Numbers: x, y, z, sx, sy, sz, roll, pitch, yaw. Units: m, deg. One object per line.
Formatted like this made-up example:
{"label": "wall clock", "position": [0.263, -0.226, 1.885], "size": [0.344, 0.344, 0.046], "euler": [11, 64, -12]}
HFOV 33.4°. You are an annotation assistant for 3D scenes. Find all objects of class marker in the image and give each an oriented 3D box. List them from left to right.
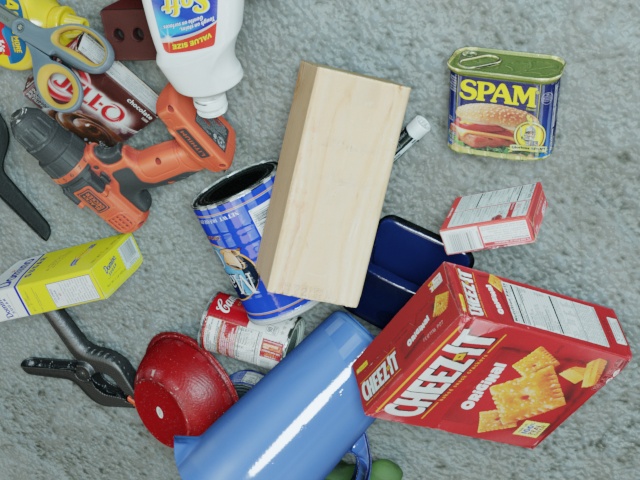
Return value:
{"label": "marker", "position": [0.062, -0.079, 1.052], "size": [0.020, 0.020, 0.121], "euler": [44, 125, -5]}

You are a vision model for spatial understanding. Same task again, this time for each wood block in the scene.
{"label": "wood block", "position": [0.009, -0.054, 0.991], "size": [0.090, 0.091, 0.206], "euler": [11, 101, -12]}

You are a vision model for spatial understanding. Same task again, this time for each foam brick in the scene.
{"label": "foam brick", "position": [-0.169, -0.210, 1.053], "size": [0.078, 0.051, 0.053], "euler": [2, 118, 21]}

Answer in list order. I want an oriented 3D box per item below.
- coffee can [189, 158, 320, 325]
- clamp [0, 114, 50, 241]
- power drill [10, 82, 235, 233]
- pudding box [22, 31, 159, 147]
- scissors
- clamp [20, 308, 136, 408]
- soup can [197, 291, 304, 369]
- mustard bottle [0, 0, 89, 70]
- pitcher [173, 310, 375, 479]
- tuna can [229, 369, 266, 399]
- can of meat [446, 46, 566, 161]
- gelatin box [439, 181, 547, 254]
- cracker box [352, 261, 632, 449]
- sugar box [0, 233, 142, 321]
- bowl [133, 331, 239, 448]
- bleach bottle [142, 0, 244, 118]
{"label": "coffee can", "position": [-0.057, 0.001, 1.095], "size": [0.103, 0.102, 0.140], "euler": [-16, 110, 29]}
{"label": "clamp", "position": [-0.397, -0.077, 1.181], "size": [0.036, 0.164, 0.210], "euler": [16, 121, 53]}
{"label": "power drill", "position": [-0.196, -0.097, 1.085], "size": [0.188, 0.057, 0.184], "euler": [-21, 134, 28]}
{"label": "pudding box", "position": [-0.234, -0.149, 1.101], "size": [0.090, 0.039, 0.113], "euler": [-29, 128, 33]}
{"label": "scissors", "position": [-0.292, -0.188, 1.051], "size": [0.202, 0.016, 0.096], "euler": [19, 95, 21]}
{"label": "clamp", "position": [-0.287, 0.145, 1.310], "size": [0.171, 0.039, 0.120], "euler": [22, 128, 8]}
{"label": "soup can", "position": [-0.076, 0.103, 1.180], "size": [0.102, 0.068, 0.068], "euler": [16, 122, 13]}
{"label": "mustard bottle", "position": [-0.327, -0.226, 1.106], "size": [0.192, 0.058, 0.096], "euler": [7, 112, 18]}
{"label": "pitcher", "position": [-0.019, 0.199, 1.112], "size": [0.145, 0.243, 0.149], "euler": [41, 175, 41]}
{"label": "tuna can", "position": [-0.081, 0.195, 1.254], "size": [0.086, 0.033, 0.086], "euler": [10, 121, 17]}
{"label": "can of meat", "position": [0.165, -0.122, 0.963], "size": [0.102, 0.057, 0.084], "euler": [10, 123, 18]}
{"label": "gelatin box", "position": [0.165, -0.020, 1.010], "size": [0.089, 0.073, 0.030], "euler": [-9, 114, 25]}
{"label": "cracker box", "position": [0.165, 0.118, 1.028], "size": [0.213, 0.072, 0.164], "euler": [15, 131, -28]}
{"label": "sugar box", "position": [-0.299, 0.043, 1.223], "size": [0.176, 0.093, 0.048], "euler": [-11, 112, 26]}
{"label": "bowl", "position": [-0.167, 0.189, 1.244], "size": [0.162, 0.055, 0.162], "euler": [22, 126, 33]}
{"label": "bleach bottle", "position": [-0.103, -0.215, 0.913], "size": [0.102, 0.068, 0.251], "euler": [3, 132, 10]}
